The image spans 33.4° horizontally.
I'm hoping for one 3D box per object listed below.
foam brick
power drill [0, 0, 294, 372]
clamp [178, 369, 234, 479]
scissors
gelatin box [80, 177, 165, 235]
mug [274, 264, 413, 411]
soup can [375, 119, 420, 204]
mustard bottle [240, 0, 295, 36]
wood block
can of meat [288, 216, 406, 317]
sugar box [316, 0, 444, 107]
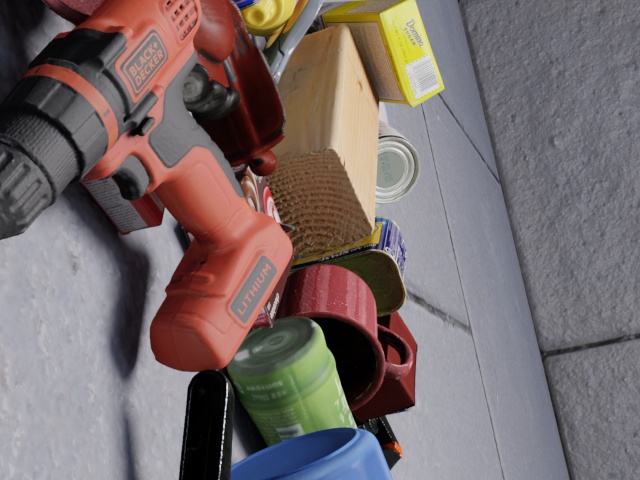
[{"bbox_3d":[0.045,0.099,0.873,0.051,0.053,0.078,58,22,-27],"label":"foam brick"},{"bbox_3d":[-0.090,-0.020,0.548,0.184,0.057,0.187,-59,139,-36],"label":"power drill"},{"bbox_3d":[-0.064,0.179,0.531,0.164,0.036,0.210,-47,125,-55],"label":"clamp"},{"bbox_3d":[-0.045,-0.141,0.902,0.016,0.096,0.201,32,70,-16],"label":"scissors"},{"bbox_3d":[-0.115,-0.060,0.616,0.073,0.030,0.089,59,24,-43],"label":"gelatin box"},{"bbox_3d":[0.013,0.073,0.799,0.081,0.117,0.093,-85,-170,-61],"label":"mug"},{"bbox_3d":[0.047,-0.081,1.018,0.068,0.068,0.102,68,-7,-26],"label":"soup can"},{"bbox_3d":[-0.046,-0.230,0.919,0.191,0.058,0.096,-83,-172,-56],"label":"mustard bottle"},{"bbox_3d":[-0.006,-0.089,0.912,0.206,0.090,0.091,-83,153,-52],"label":"wood block"},{"bbox_3d":[0.020,0.026,0.881,0.084,0.102,0.057,-72,145,-66],"label":"can of meat"},{"bbox_3d":[0.043,-0.183,1.031,0.176,0.048,0.093,25,-41,62],"label":"sugar box"}]
